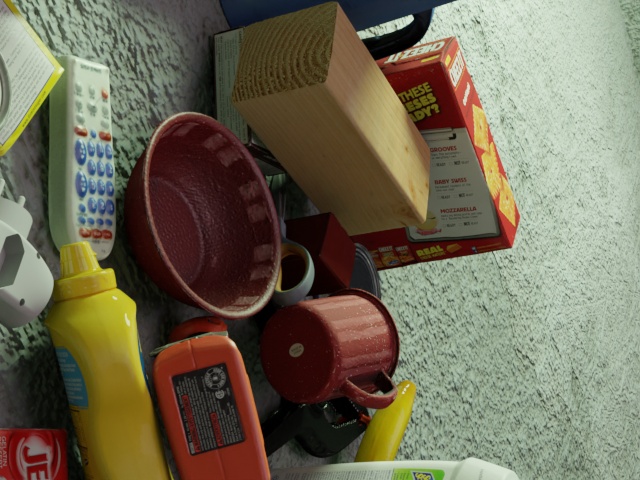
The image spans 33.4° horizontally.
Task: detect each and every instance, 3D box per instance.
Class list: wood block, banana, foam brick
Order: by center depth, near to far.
[{"bbox_3d":[0.016,-0.099,0.935,0.206,0.091,0.090,49,40,-47],"label":"wood block"},{"bbox_3d":[-0.016,0.015,0.938,0.053,0.078,0.051,54,39,-39],"label":"foam brick"},{"bbox_3d":[0.050,0.227,1.000,0.069,0.037,0.198,15,87,-65],"label":"banana"}]

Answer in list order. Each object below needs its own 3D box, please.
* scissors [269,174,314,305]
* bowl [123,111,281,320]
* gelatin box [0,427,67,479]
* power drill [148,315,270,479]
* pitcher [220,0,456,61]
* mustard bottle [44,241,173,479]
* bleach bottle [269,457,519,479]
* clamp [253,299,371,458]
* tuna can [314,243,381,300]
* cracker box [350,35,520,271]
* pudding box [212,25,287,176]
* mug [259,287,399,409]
[{"bbox_3d":[-0.056,0.001,0.916,0.202,0.096,0.016,-114,179,-58],"label":"scissors"},{"bbox_3d":[-0.098,-0.013,0.808,0.162,0.055,0.162,34,47,-47],"label":"bowl"},{"bbox_3d":[-0.183,0.156,0.632,0.073,0.030,0.089,18,66,-59],"label":"gelatin box"},{"bbox_3d":[-0.069,0.138,0.735,0.188,0.057,0.184,119,-46,-80],"label":"power drill"},{"bbox_3d":[0.042,-0.242,0.952,0.149,0.243,0.145,-8,91,-56],"label":"pitcher"},{"bbox_3d":[-0.136,0.095,0.679,0.058,0.096,0.191,-14,93,-19],"label":"mustard bottle"},{"bbox_3d":[0.054,0.218,0.814,0.068,0.251,0.102,53,38,-40],"label":"bleach bottle"},{"bbox_3d":[-0.017,0.145,0.935,0.209,0.036,0.164,44,44,-47],"label":"clamp"},{"bbox_3d":[0.027,0.047,1.052,0.086,0.034,0.086,29,56,-56],"label":"tuna can"},{"bbox_3d":[0.090,-0.081,1.072,0.213,0.164,0.072,65,30,-26],"label":"cracker box"},{"bbox_3d":[-0.057,-0.122,0.949,0.089,0.039,0.113,20,62,-59],"label":"pudding box"},{"bbox_3d":[0.012,0.095,0.865,0.117,0.093,0.081,44,26,27],"label":"mug"}]
